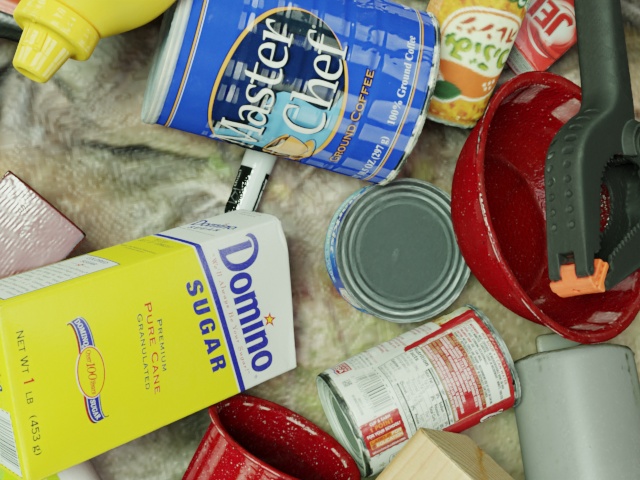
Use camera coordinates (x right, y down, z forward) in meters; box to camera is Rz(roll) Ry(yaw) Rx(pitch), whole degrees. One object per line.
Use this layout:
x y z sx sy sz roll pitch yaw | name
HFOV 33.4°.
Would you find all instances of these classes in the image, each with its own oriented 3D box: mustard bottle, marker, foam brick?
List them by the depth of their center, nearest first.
-0.095 -0.162 0.524 0.096 0.058 0.191 23 77 21 | mustard bottle
-0.162 -0.001 0.569 0.051 0.078 0.053 42 81 -12 | foam brick
-0.054 0.001 0.625 0.020 0.020 0.121 22 86 -13 | marker

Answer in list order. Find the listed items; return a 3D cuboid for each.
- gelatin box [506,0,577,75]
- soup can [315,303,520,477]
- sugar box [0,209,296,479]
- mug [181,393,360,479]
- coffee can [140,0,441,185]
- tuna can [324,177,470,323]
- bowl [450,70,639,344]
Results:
0.129 -0.156 0.662 0.073 0.030 0.089 -42 99 -10 | gelatin box
0.057 0.088 0.628 0.102 0.068 0.068 -24 96 -12 | soup can
-0.090 0.048 0.554 0.175 0.048 0.093 -19 112 -39 | sugar box
-0.030 0.145 0.600 0.117 0.093 0.081 11 109 -55 | mug
-0.018 -0.097 0.590 0.140 0.103 0.103 14 87 -14 | coffee can
0.046 0.006 0.642 0.086 0.034 0.086 0 91 -14 | tuna can
0.128 -0.015 0.632 0.161 0.055 0.162 14 69 -39 | bowl
